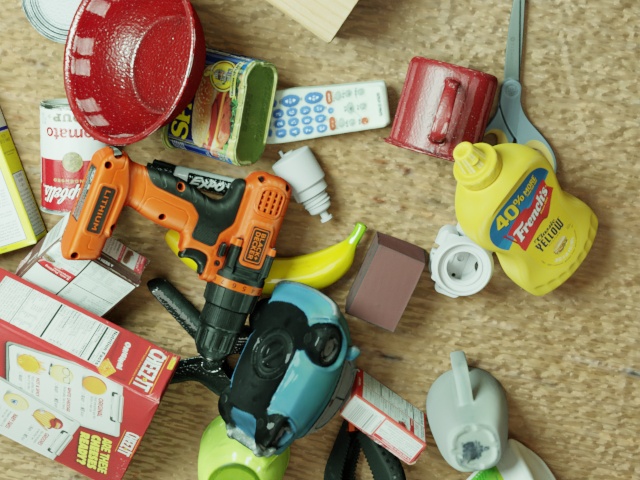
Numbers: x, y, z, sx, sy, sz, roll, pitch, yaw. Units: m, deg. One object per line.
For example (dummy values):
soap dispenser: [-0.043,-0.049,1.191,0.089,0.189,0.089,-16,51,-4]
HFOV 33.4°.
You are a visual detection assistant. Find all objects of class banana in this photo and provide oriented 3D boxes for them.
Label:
banana: [-0.053,0.020,1.038,0.198,0.037,0.069,-1,85,3]

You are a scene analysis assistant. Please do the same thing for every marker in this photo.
marker: [-0.109,-0.057,1.028,0.121,0.020,0.020,14,104,1]

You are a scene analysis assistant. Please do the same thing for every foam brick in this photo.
foam brick: [0.062,0.039,1.023,0.051,0.053,0.078,23,104,-2]

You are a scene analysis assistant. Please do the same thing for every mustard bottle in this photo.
mustard bottle: [0.172,-0.031,0.945,0.096,0.058,0.191,-51,132,1]

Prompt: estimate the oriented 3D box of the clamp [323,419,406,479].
clamp: [0.055,0.277,1.056,0.165,0.036,0.210,0,88,39]

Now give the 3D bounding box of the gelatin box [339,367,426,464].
gelatin box: [0.062,0.172,1.046,0.089,0.073,0.030,36,104,-6]

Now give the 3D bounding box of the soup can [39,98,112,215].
soup can: [-0.230,-0.080,1.007,0.068,0.068,0.102,3,103,3]

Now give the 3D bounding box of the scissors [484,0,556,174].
scissors: [0.193,-0.127,0.993,0.096,0.016,0.202,18,104,-2]

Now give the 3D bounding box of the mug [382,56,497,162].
mug: [0.109,-0.116,0.952,0.093,0.117,0.081,16,100,6]

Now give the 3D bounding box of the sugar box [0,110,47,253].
sugar box: [-0.339,-0.071,1.028,0.093,0.048,0.176,-16,99,6]

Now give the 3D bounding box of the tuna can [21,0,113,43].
tuna can: [-0.230,-0.226,0.987,0.086,0.033,0.086,1,104,4]

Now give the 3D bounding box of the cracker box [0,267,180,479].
cracker box: [-0.261,0.131,1.031,0.213,0.072,0.164,27,132,-4]

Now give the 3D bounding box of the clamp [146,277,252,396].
clamp: [-0.109,0.104,1.059,0.171,0.039,0.120,8,112,0]

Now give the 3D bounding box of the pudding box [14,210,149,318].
pudding box: [-0.231,0.032,1.016,0.090,0.039,0.114,33,136,-22]

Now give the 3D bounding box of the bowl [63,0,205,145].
bowl: [-0.153,-0.160,0.938,0.162,0.055,0.162,-3,84,36]

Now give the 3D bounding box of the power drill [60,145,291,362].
power drill: [-0.133,0.006,0.964,0.187,0.057,0.184,18,92,-24]

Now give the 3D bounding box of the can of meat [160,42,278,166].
can of meat: [-0.092,-0.124,0.975,0.084,0.057,0.102,18,106,27]
